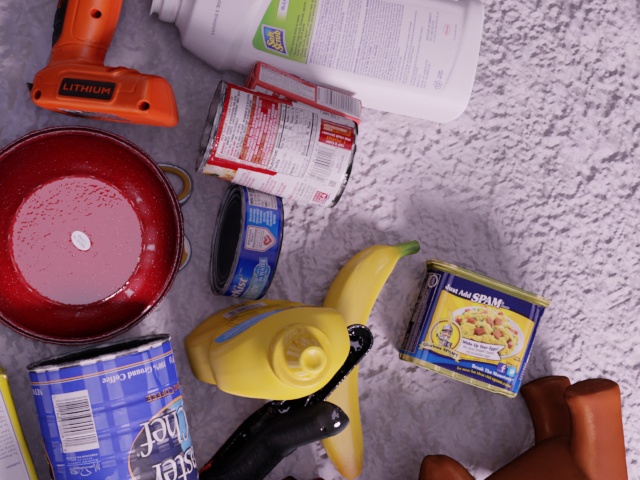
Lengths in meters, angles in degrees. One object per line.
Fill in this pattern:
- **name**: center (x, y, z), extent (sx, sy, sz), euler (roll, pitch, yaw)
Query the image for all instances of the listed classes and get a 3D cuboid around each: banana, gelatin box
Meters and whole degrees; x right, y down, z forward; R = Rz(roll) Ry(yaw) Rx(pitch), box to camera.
- **banana**: center (0.026, 0.085, 0.836), extent (0.069, 0.037, 0.198), euler (18, 83, -13)
- **gelatin box**: center (-0.023, -0.088, 0.810), extent (0.089, 0.073, 0.030), euler (19, 41, -14)

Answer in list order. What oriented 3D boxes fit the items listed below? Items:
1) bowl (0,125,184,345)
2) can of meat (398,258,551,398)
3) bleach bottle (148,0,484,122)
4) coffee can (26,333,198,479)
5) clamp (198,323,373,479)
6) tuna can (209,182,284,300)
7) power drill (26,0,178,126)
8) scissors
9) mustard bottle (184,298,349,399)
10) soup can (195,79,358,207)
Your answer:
- **bowl**: center (-0.173, -0.001, 0.753), extent (0.162, 0.055, 0.162), euler (-1, 95, -15)
- **can of meat**: center (0.121, 0.071, 0.849), extent (0.102, 0.057, 0.084), euler (20, 85, -4)
- **bleach bottle**: center (-0.004, -0.165, 0.824), extent (0.250, 0.068, 0.102), euler (12, 81, -13)
- **coffee can**: center (-0.142, 0.145, 0.750), extent (0.102, 0.103, 0.140), euler (-12, 91, -17)
- **clamp**: center (-0.025, 0.130, 0.784), extent (0.039, 0.172, 0.120), euler (49, 35, -6)
- **tuna can**: center (-0.055, 0.001, 0.790), extent (0.033, 0.086, 0.086), euler (10, 85, -18)
- **power drill**: center (-0.127, -0.177, 0.753), extent (0.185, 0.057, 0.187), euler (6, 87, 21)
- **scissors**: center (-0.182, 0.004, 0.788), extent (0.201, 0.016, 0.096), euler (-23, 95, -16)
- **mustard bottle**: center (-0.032, 0.074, 0.738), extent (0.096, 0.192, 0.058), euler (-16, 93, -17)
- **soup can**: center (-0.031, -0.068, 0.760), extent (0.102, 0.068, 0.068), euler (15, 84, -12)
